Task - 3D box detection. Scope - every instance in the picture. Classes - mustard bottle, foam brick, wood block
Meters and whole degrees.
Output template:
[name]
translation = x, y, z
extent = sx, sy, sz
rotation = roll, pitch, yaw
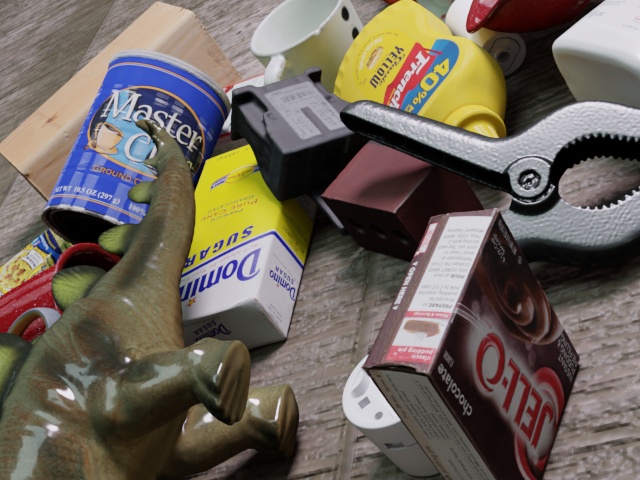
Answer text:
[mustard bottle]
translation = 0.073, -0.093, 0.716
extent = 0.096, 0.058, 0.192
rotation = -52, 31, 11
[foam brick]
translation = 0.051, -0.023, 0.659
extent = 0.051, 0.053, 0.078
rotation = -49, 32, -17
[wood block]
translation = -0.183, -0.115, 0.981
extent = 0.206, 0.090, 0.091
rotation = -44, 33, -10

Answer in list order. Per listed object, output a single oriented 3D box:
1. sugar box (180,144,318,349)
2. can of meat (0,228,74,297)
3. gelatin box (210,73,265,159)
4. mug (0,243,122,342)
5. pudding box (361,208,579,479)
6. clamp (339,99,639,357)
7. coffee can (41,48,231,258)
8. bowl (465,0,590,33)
[sugar box]
translation = -0.055, 0.001, 0.743
extent = 0.093, 0.048, 0.176
rotation = -18, 36, 27
[can of meat]
translation = -0.224, 0.042, 0.854
extent = 0.084, 0.057, 0.102
rotation = -40, 31, -6
[gelatin box]
translation = -0.070, -0.101, 0.905
extent = 0.089, 0.030, 0.073
rotation = -13, 41, 36
[mug]
translation = -0.178, 0.070, 0.753
extent = 0.082, 0.093, 0.117
rotation = -26, 62, 29
[pudding box]
translation = 0.072, 0.056, 0.479
extent = 0.039, 0.113, 0.090
rotation = -4, 46, 39
[clamp]
translation = 0.108, -0.032, 0.576
extent = 0.210, 0.036, 0.164
rotation = -19, 64, 11
[coffee can]
translation = -0.140, -0.061, 0.826
extent = 0.103, 0.102, 0.140
rotation = -2, 61, 45
[bowl]
translation = 0.157, -0.193, 0.684
extent = 0.162, 0.055, 0.162
rotation = -61, 6, 10
